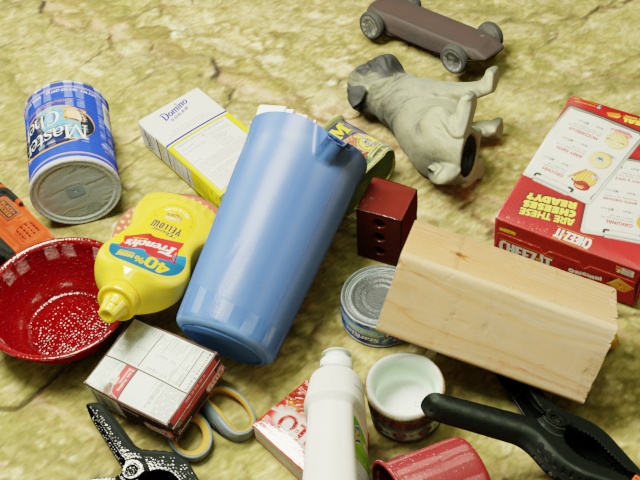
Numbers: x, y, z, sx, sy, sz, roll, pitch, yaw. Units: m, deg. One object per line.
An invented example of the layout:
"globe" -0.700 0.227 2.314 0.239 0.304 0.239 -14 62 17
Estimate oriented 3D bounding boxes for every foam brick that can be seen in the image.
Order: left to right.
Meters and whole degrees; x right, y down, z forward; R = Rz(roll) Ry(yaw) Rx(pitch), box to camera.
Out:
"foam brick" 0.072 -0.020 1.158 0.053 0.078 0.051 17 52 18

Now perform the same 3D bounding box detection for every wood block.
"wood block" 0.169 0.066 1.023 0.206 0.090 0.090 20 26 6

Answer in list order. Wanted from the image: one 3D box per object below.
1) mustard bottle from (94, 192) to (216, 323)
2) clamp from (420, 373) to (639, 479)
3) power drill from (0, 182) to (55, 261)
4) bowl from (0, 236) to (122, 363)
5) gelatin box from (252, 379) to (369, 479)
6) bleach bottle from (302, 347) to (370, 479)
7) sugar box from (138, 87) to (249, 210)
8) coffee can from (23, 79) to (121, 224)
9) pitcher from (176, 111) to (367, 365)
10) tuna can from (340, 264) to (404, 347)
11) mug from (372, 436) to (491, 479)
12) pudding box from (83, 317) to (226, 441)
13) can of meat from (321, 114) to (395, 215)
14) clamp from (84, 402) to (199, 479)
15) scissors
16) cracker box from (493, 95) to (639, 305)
"mustard bottle" -0.176 0.023 1.094 0.096 0.058 0.191 23 36 5
"clamp" 0.209 0.171 0.990 0.210 0.036 0.164 30 29 14
"power drill" -0.418 0.002 1.199 0.187 0.057 0.185 -38 56 -24
"bowl" -0.271 0.074 1.126 0.162 0.055 0.162 -3 49 3
"gelatin box" -0.009 0.186 1.021 0.073 0.030 0.089 -37 56 -24
"bleach bottle" 0.016 0.213 0.936 0.068 0.102 0.251 -6 53 10
"sugar box" -0.130 -0.107 1.274 0.093 0.048 0.176 -33 51 -21
"coffee can" -0.291 -0.104 1.248 0.102 0.103 0.140 -13 50 -5
"pitcher" -0.057 0.001 1.105 0.145 0.149 0.242 14 69 23
"tuna can" 0.063 0.067 1.113 0.086 0.034 0.086 -3 49 3
"mug" 0.097 0.221 0.952 0.081 0.093 0.117 -18 18 -16
"pudding box" -0.163 0.135 1.055 0.114 0.039 0.090 21 59 27
"can of meat" 0.025 -0.086 1.233 0.084 0.057 0.102 33 60 25
"clamp" -0.185 0.229 0.996 0.172 0.039 0.120 23 57 23
"scissors" -0.152 0.150 1.075 0.202 0.016 0.096 30 59 27
"cracker box" 0.306 -0.049 1.165 0.164 0.072 0.213 21 56 22
